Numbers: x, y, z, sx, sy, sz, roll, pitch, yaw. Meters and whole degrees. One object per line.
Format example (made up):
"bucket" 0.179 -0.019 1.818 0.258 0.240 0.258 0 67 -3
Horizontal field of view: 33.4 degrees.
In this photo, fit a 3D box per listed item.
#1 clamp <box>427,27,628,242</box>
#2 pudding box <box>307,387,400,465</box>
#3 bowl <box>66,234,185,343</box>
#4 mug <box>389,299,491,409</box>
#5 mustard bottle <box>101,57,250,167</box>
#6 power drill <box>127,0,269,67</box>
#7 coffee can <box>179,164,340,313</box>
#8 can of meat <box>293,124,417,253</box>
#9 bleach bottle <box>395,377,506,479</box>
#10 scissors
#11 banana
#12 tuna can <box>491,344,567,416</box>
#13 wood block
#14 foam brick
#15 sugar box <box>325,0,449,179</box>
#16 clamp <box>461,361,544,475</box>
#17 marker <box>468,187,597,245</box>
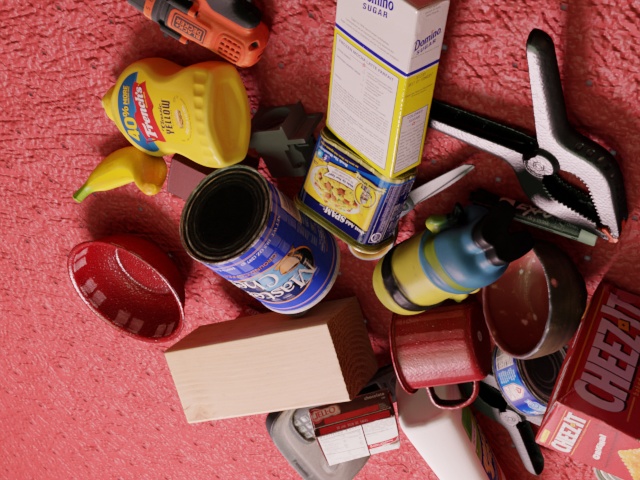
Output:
"clamp" 0.182 -0.076 0.913 0.210 0.036 0.165 47 147 -20
"pudding box" 0.039 0.205 1.166 0.090 0.039 0.113 -14 150 1
"bowl" -0.219 0.047 1.272 0.162 0.055 0.162 18 136 17
"mug" 0.126 0.116 1.080 0.082 0.093 0.117 -10 100 22
"mustard bottle" -0.151 -0.129 1.041 0.192 0.058 0.096 13 118 43
"power drill" -0.109 -0.255 0.915 0.184 0.057 0.188 29 142 -1
"coffee can" -0.057 0.001 1.049 0.103 0.103 0.140 2 158 31
"can of meat" 0.033 -0.052 0.994 0.102 0.057 0.084 36 127 22
"bleach bottle" 0.166 0.249 1.202 0.068 0.102 0.250 -21 125 17
"scissors" 0.063 -0.045 1.025 0.096 0.016 0.202 37 142 1
"banana" -0.199 -0.070 1.124 0.037 0.069 0.198 35 160 -27
"tuna can" 0.211 0.128 1.053 0.086 0.086 0.034 45 136 -13
"wood block" -0.054 0.133 1.180 0.206 0.090 0.091 -13 101 27
"foam brick" -0.112 -0.066 1.098 0.078 0.053 0.051 27 139 8
"sugar box" 0.053 -0.148 0.901 0.093 0.048 0.176 42 143 30
"clamp" 0.209 0.186 1.145 0.171 0.039 0.120 38 135 4
"marker" 0.193 -0.023 0.971 0.121 0.020 0.020 19 137 16
